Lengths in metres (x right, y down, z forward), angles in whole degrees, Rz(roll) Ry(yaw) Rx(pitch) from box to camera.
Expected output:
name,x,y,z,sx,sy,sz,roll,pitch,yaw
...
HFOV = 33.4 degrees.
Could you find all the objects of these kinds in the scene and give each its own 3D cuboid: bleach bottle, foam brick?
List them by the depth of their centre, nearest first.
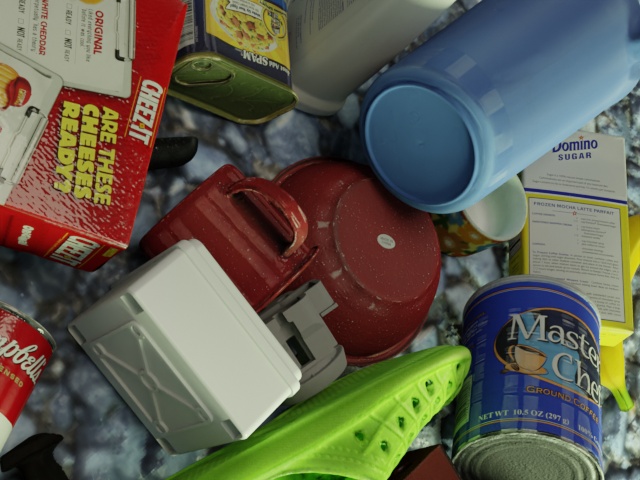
name,x,y,z,sx,sy,sz,roll,pitch,yaw
foam brick,0.054,0.174,0.707,0.052,0.078,0.051,-35,94,-40
bleach bottle,0.057,-0.179,0.726,0.068,0.251,0.102,18,64,-29

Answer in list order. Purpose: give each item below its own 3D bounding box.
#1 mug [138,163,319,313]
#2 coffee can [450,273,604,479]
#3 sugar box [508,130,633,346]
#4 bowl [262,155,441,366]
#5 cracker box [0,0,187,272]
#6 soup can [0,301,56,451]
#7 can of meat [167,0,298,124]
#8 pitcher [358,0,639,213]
name,x,y,z,sx,sy,sz,roll,pitch,yaw
mug,-0.054,0.001,0.673,0.081,0.117,0.093,48,46,-5
coffee can,0.148,0.109,0.759,0.102,0.103,0.140,34,42,-20
sugar box,0.204,-0.006,0.880,0.093,0.048,0.176,8,65,-6
bowl,0.033,0.006,0.767,0.161,0.055,0.162,12,67,-30
cracker box,-0.198,-0.093,0.593,0.213,0.072,0.164,20,66,-23
soup can,-0.195,0.087,0.572,0.068,0.069,0.102,34,58,-20
can of meat,-0.066,-0.139,0.742,0.101,0.058,0.084,17,61,-45
pitcher,0.127,-0.117,0.795,0.145,0.149,0.242,48,47,6
